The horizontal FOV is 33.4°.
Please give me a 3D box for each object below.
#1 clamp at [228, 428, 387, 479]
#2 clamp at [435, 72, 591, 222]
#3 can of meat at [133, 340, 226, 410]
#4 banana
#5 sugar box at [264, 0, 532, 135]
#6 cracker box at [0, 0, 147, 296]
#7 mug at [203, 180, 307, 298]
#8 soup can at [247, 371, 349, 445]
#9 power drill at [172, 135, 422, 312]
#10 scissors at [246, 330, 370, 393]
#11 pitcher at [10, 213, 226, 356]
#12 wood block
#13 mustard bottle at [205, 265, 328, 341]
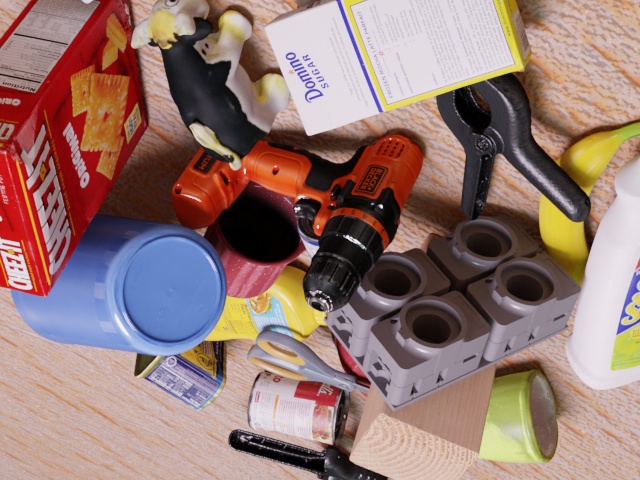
[{"bbox_3d":[0.017,0.262,1.237,0.209,0.036,0.165,27,161,-36],"label":"clamp"},{"bbox_3d":[0.147,-0.080,0.841,0.120,0.039,0.171,6,134,36],"label":"clamp"},{"bbox_3d":[-0.149,0.126,1.159,0.083,0.102,0.057,36,112,-22],"label":"can of meat"},{"bbox_3d":[0.218,-0.022,0.898,0.070,0.037,0.198,12,139,10],"label":"banana"},{"bbox_3d":[0.056,-0.148,0.786,0.176,0.048,0.093,-13,110,26],"label":"sugar box"},{"bbox_3d":[-0.216,-0.088,0.863,0.072,0.213,0.164,11,139,10],"label":"cracker box"},{"bbox_3d":[-0.057,0.001,1.006,0.117,0.093,0.082,-7,153,-26],"label":"mug"},{"bbox_3d":[-0.024,0.189,1.203,0.102,0.068,0.068,8,138,14],"label":"soup can"},{"bbox_3d":[-0.026,-0.028,0.892,0.188,0.184,0.057,14,140,21],"label":"power drill"},{"bbox_3d":[0.016,0.132,1.072,0.202,0.016,0.096,13,152,18],"label":"scissors"},{"bbox_3d":[-0.174,0.043,0.965,0.243,0.149,0.145,3,107,58],"label":"pitcher"},{"bbox_3d":[0.103,0.109,0.957,0.091,0.206,0.090,22,139,-2],"label":"wood block"},{"bbox_3d":[-0.059,0.064,1.086,0.192,0.058,0.096,0,134,22],"label":"mustard bottle"}]
